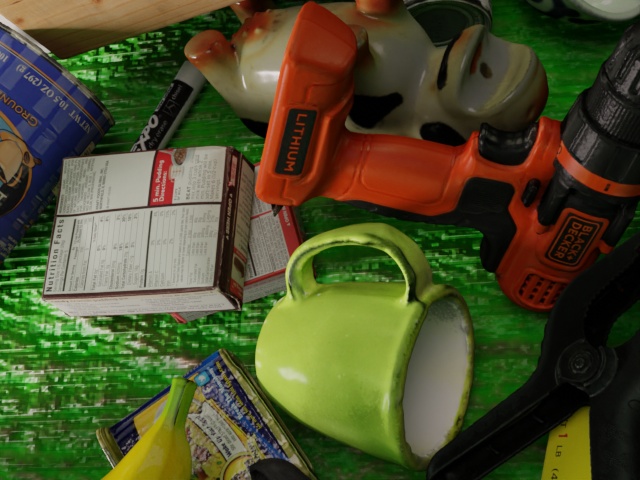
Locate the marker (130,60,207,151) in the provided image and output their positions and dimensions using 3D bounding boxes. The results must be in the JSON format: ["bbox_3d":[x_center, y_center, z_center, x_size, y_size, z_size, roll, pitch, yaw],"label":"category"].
[{"bbox_3d":[-0.108,-0.060,0.676,0.020,0.020,0.121,24,76,22],"label":"marker"}]

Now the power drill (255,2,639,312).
[{"bbox_3d":[0.070,-0.052,0.520,0.187,0.185,0.057,18,44,0],"label":"power drill"}]

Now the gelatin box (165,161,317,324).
[{"bbox_3d":[-0.054,0.001,0.632,0.089,0.030,0.073,-20,65,9],"label":"gelatin box"}]

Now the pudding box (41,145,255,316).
[{"bbox_3d":[-0.098,-0.005,0.608,0.114,0.039,0.090,-4,69,20],"label":"pudding box"}]

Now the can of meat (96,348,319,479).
[{"bbox_3d":[-0.056,0.120,0.570,0.084,0.057,0.102,-36,64,-4],"label":"can of meat"}]

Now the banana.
[{"bbox_3d":[-0.128,0.139,0.544,0.198,0.037,0.069,-30,41,28],"label":"banana"}]

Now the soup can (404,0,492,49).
[{"bbox_3d":[0.066,-0.170,0.651,0.068,0.068,0.102,-8,67,11],"label":"soup can"}]

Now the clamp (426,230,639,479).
[{"bbox_3d":[0.121,0.069,0.505,0.120,0.039,0.171,9,64,42],"label":"clamp"}]

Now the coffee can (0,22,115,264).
[{"bbox_3d":[-0.209,-0.050,0.651,0.103,0.102,0.140,32,79,23],"label":"coffee can"}]
